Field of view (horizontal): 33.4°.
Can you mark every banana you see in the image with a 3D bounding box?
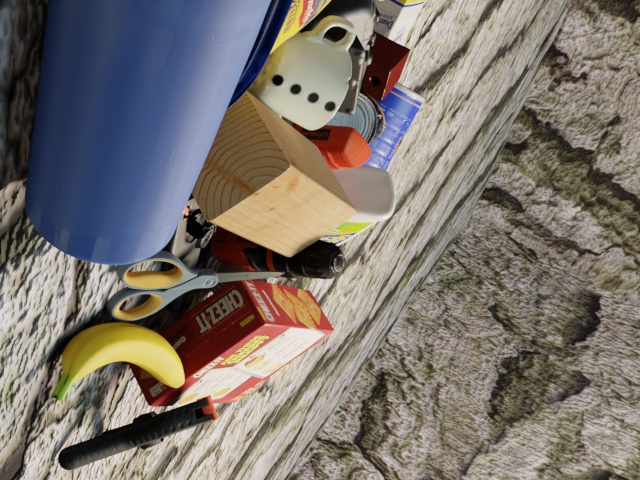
[{"bbox_3d":[-0.191,0.114,1.041,0.197,0.037,0.069,8,102,-61],"label":"banana"}]

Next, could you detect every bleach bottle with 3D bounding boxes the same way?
[{"bbox_3d":[0.001,-0.021,1.368,0.251,0.102,0.068,137,-45,-62],"label":"bleach bottle"}]

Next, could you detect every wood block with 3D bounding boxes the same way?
[{"bbox_3d":[-0.050,-0.057,1.017,0.090,0.091,0.206,-33,162,10],"label":"wood block"}]

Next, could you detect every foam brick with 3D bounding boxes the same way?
[{"bbox_3d":[0.057,-0.212,1.266,0.051,0.078,0.053,-53,167,-38],"label":"foam brick"}]

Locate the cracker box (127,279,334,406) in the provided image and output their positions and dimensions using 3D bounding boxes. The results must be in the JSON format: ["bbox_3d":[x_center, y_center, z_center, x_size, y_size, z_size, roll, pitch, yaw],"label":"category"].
[{"bbox_3d":[-0.098,0.118,1.228,0.164,0.072,0.213,-36,162,13],"label":"cracker box"}]

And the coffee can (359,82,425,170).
[{"bbox_3d":[0.056,-0.145,1.370,0.140,0.103,0.102,-61,168,8],"label":"coffee can"}]

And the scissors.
[{"bbox_3d":[-0.130,0.050,1.064,0.201,0.016,0.096,15,124,-49],"label":"scissors"}]

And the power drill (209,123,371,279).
[{"bbox_3d":[-0.018,-0.042,1.183,0.187,0.185,0.057,-60,136,-23],"label":"power drill"}]

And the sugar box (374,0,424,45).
[{"bbox_3d":[0.110,-0.321,1.308,0.176,0.048,0.093,-61,169,23],"label":"sugar box"}]

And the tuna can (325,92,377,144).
[{"bbox_3d":[0.023,-0.143,1.284,0.086,0.086,0.034,-62,-149,11],"label":"tuna can"}]

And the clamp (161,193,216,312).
[{"bbox_3d":[-0.132,-0.004,1.080,0.164,0.036,0.210,-59,169,-2],"label":"clamp"}]

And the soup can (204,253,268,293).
[{"bbox_3d":[-0.099,0.050,1.277,0.068,0.068,0.102,-57,168,-13],"label":"soup can"}]

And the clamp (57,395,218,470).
[{"bbox_3d":[-0.191,0.207,1.167,0.171,0.039,0.120,-17,-178,4],"label":"clamp"}]

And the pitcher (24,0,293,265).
[{"bbox_3d":[-0.110,-0.103,0.689,0.145,0.149,0.243,-84,-166,-48],"label":"pitcher"}]
